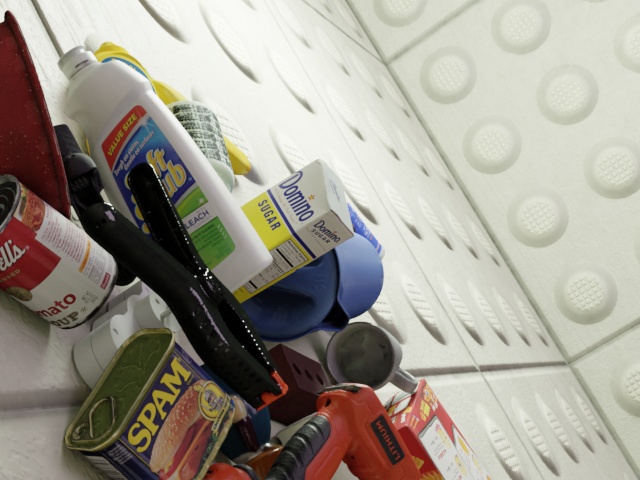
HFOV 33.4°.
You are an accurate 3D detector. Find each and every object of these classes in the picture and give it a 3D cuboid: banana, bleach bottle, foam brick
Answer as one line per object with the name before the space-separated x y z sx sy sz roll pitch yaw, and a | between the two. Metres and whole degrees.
banana | -0.142 -0.131 1.276 0.197 0.037 0.069 45 20 -35
bleach bottle | -0.151 -0.056 0.929 0.251 0.102 0.068 54 4 0
foam brick | -0.030 0.142 1.034 0.078 0.051 0.053 34 27 -53

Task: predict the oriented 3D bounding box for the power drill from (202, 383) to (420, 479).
power drill | -0.001 0.214 0.822 0.187 0.058 0.184 -39 107 -42

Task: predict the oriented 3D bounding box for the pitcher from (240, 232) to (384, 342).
pitcher | -0.017 0.031 1.169 0.242 0.145 0.149 6 74 -73

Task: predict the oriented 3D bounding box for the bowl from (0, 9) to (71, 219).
bowl | -0.235 -0.085 0.791 0.162 0.055 0.162 163 -90 -72

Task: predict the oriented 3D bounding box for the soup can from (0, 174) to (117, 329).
soup can | -0.202 0.010 0.755 0.102 0.068 0.068 44 19 -39

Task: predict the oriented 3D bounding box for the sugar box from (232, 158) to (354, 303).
sugar box | -0.057 0.001 1.004 0.048 0.176 0.093 46 19 -32

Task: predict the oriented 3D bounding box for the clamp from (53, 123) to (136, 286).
clamp | -0.197 -0.052 0.862 0.172 0.039 0.120 50 -25 42

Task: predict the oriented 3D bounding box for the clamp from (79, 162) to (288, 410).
clamp | -0.097 0.039 0.782 0.210 0.036 0.164 56 11 -4

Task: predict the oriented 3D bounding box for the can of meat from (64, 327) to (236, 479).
can of meat | -0.115 0.127 0.746 0.084 0.058 0.102 51 52 -30

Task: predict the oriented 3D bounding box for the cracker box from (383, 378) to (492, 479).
cracker box | 0.141 0.285 1.231 0.213 0.072 0.164 56 16 -3
